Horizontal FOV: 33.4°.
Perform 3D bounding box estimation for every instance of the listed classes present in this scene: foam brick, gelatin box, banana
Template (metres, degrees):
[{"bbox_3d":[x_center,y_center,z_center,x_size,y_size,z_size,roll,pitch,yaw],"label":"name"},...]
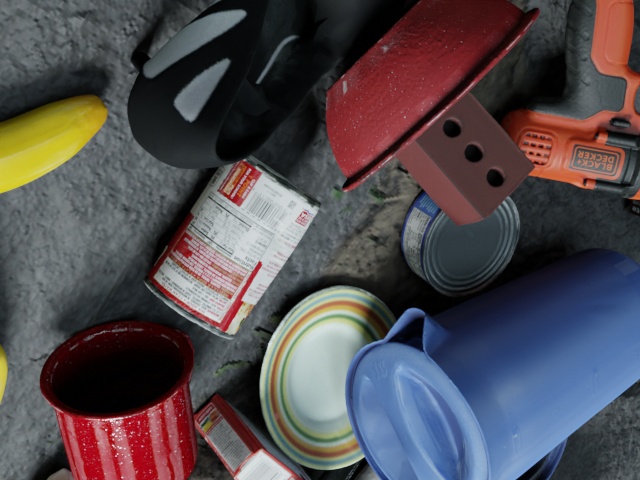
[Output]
[{"bbox_3d":[0.094,-0.056,0.717,0.053,0.051,0.078,-45,97,-14],"label":"foam brick"},{"bbox_3d":[-0.042,0.155,0.745,0.030,0.073,0.089,-46,129,-4],"label":"gelatin box"},{"bbox_3d":[-0.209,-0.050,0.564,0.197,0.037,0.070,1,113,-32],"label":"banana"}]

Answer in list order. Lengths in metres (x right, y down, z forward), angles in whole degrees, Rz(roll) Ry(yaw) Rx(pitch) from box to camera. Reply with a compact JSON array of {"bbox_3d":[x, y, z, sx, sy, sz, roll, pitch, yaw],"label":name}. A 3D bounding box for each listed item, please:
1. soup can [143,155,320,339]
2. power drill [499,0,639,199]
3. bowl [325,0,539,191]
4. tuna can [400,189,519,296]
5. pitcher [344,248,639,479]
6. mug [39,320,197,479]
[{"bbox_3d":[-0.054,0.001,0.666,0.068,0.069,0.102,32,94,-38],"label":"soup can"},{"bbox_3d":[0.229,-0.121,0.748,0.184,0.057,0.188,9,105,-3],"label":"power drill"},{"bbox_3d":[0.055,-0.103,0.653,0.162,0.162,0.055,-45,95,-6],"label":"bowl"},{"bbox_3d":[0.102,-0.004,0.781,0.086,0.034,0.086,-13,119,-26],"label":"tuna can"},{"bbox_3d":[0.147,0.102,0.783,0.242,0.145,0.149,-23,156,-36],"label":"pitcher"},{"bbox_3d":[-0.116,0.103,0.674,0.117,0.093,0.081,-52,146,-49],"label":"mug"}]
